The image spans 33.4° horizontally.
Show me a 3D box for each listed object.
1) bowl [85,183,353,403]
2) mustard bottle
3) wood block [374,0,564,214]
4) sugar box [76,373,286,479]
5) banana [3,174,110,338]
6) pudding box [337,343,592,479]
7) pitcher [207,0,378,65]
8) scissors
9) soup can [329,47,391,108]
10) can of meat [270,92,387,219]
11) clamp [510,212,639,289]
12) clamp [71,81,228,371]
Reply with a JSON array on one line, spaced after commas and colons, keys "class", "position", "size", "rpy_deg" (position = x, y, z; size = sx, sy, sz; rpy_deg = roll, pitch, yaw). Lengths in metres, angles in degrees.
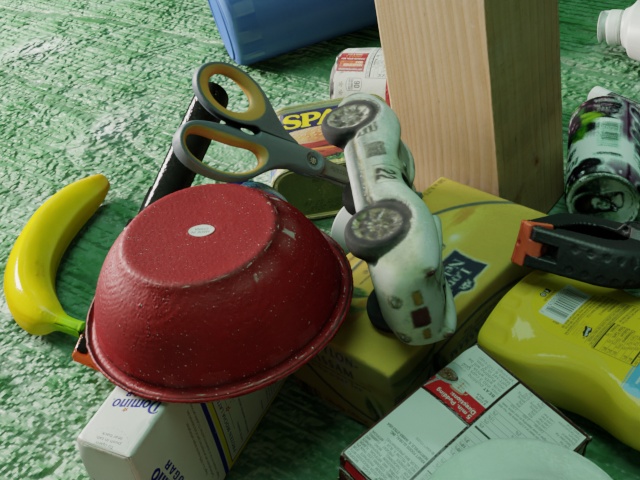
[{"class": "bowl", "position": [-0.064, 0.016, 0.612], "size": [0.162, 0.055, 0.162], "rpy_deg": [-7, 39, 6]}, {"class": "mustard bottle", "position": [0.192, 0.077, 0.610], "size": [0.192, 0.058, 0.096], "rpy_deg": [23, 43, 37]}, {"class": "wood block", "position": [0.108, -0.104, 0.740], "size": [0.091, 0.206, 0.090], "rpy_deg": [20, 48, 34]}, {"class": "sugar box", "position": [-0.071, 0.090, 0.644], "size": [0.048, 0.093, 0.176], "rpy_deg": [11, 44, 28]}, {"class": "banana", "position": [-0.206, 0.012, 0.829], "size": [0.069, 0.037, 0.198], "rpy_deg": [3, 39, -8]}, {"class": "pudding box", "position": [0.079, 0.122, 0.590], "size": [0.113, 0.039, 0.090], "rpy_deg": [-36, 60, -24]}, {"class": "pitcher", "position": [0.010, -0.265, 1.038], "size": [0.242, 0.145, 0.149], "rpy_deg": [-21, 0, -6]}, {"class": "scissors", "position": [-0.017, -0.074, 0.763], "size": [0.201, 0.096, 0.016], "rpy_deg": [3, -18, -37]}, {"class": "soup can", "position": [0.066, -0.126, 0.892], "size": [0.102, 0.068, 0.068], "rpy_deg": [5, 42, 23]}, {"class": "can of meat", "position": [0.009, -0.065, 0.843], "size": [0.102, 0.057, 0.084], "rpy_deg": [-9, 40, 5]}, {"class": "clamp", "position": [0.203, 0.012, 0.648], "size": [0.171, 0.039, 0.120], "rpy_deg": [-1, 15, -24]}, {"class": "clamp", "position": [-0.128, 0.004, 0.774], "size": [0.036, 0.165, 0.210], "rpy_deg": [24, 63, -9]}]
